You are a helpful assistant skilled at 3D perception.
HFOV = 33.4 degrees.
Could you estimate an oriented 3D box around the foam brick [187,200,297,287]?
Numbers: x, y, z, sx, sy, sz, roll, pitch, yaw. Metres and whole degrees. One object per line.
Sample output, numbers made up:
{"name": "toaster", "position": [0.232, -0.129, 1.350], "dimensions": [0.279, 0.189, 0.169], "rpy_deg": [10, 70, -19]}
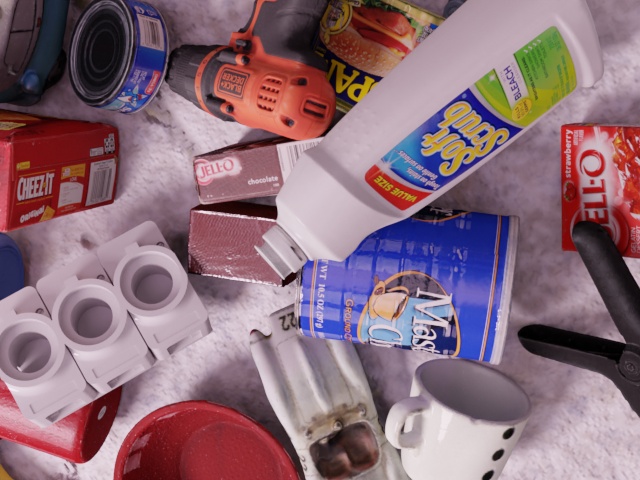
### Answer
{"name": "foam brick", "position": [-0.055, 0.001, 0.803], "dimensions": [0.078, 0.053, 0.051], "rpy_deg": [8, 103, 16]}

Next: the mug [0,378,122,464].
{"name": "mug", "position": [-0.213, 0.138, 0.867], "dimensions": [0.081, 0.093, 0.117], "rpy_deg": [17, 136, 8]}

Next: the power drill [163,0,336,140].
{"name": "power drill", "position": [-0.034, -0.170, 0.736], "dimensions": [0.185, 0.057, 0.188], "rpy_deg": [25, 101, 48]}

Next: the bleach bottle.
{"name": "bleach bottle", "position": [0.064, -0.065, 0.678], "dimensions": [0.251, 0.102, 0.068], "rpy_deg": [-42, 50, -5]}

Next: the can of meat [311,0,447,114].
{"name": "can of meat", "position": [0.040, -0.127, 0.737], "dimensions": [0.102, 0.057, 0.084], "rpy_deg": [31, 106, 29]}

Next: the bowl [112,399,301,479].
{"name": "bowl", "position": [-0.081, 0.196, 0.848], "dimensions": [0.162, 0.055, 0.162], "rpy_deg": [3, 102, 16]}

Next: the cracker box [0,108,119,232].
{"name": "cracker box", "position": [-0.282, -0.067, 0.800], "dimensions": [0.214, 0.164, 0.072], "rpy_deg": [11, 102, 14]}

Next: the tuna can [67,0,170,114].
{"name": "tuna can", "position": [-0.151, -0.139, 0.795], "dimensions": [0.086, 0.033, 0.086], "rpy_deg": [-5, 82, 43]}

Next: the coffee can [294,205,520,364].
{"name": "coffee can", "position": [0.061, 0.025, 0.737], "dimensions": [0.140, 0.102, 0.103], "rpy_deg": [8, 103, 8]}

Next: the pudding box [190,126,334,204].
{"name": "pudding box", "position": [-0.023, -0.057, 0.762], "dimensions": [0.114, 0.090, 0.039], "rpy_deg": [-6, 101, 17]}
